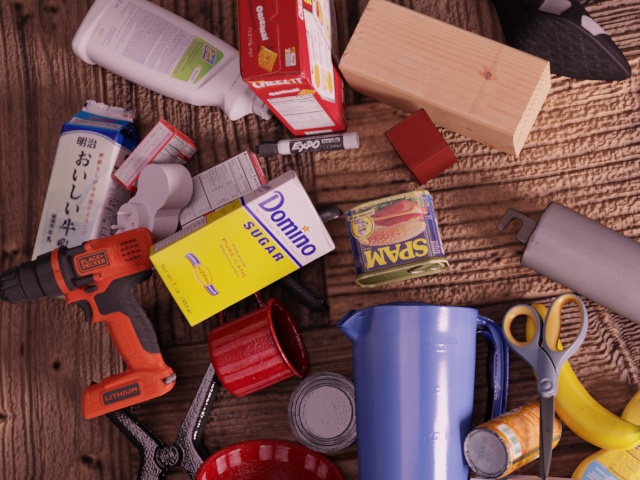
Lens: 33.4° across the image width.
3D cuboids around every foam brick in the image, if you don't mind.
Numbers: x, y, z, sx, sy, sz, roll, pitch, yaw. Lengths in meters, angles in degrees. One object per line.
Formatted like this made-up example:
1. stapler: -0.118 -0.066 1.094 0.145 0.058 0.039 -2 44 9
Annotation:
1. foam brick: 0.110 -0.101 1.164 0.051 0.078 0.053 -33 74 8

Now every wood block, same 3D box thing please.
1. wood block: 0.136 -0.179 1.165 0.206 0.090 0.091 25 86 17

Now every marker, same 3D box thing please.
1. marker: -0.016 -0.110 1.226 0.121 0.020 0.020 -4 79 13

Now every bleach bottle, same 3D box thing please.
1. bleach bottle: -0.164 -0.205 1.258 0.251 0.068 0.102 30 89 14

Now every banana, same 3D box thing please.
1. banana: 0.261 0.148 1.083 0.070 0.037 0.198 -47 50 8

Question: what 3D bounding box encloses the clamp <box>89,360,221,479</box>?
1. clamp: -0.176 0.237 1.195 0.165 0.036 0.210 -8 81 11

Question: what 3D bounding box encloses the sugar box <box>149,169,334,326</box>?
1. sugar box: -0.083 0.008 1.134 0.176 0.048 0.093 -29 107 3

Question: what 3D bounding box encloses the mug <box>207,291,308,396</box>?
1. mug: -0.074 0.109 1.166 0.081 0.093 0.117 -24 82 14

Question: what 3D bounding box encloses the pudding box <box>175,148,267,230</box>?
1. pudding box: -0.111 -0.041 1.228 0.113 0.039 0.090 -25 75 7

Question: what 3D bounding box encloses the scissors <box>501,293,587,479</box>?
1. scissors: 0.211 0.138 1.072 0.096 0.016 0.201 8 61 33

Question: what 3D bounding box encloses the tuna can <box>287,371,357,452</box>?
1. tuna can: 0.010 0.187 1.161 0.086 0.033 0.086 -2 80 13

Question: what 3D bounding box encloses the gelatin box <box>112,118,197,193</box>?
1. gelatin box: -0.190 -0.092 1.238 0.030 0.073 0.089 41 92 18

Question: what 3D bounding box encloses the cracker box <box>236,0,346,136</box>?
1. cracker box: -0.030 -0.218 1.147 0.072 0.213 0.164 -6 79 12

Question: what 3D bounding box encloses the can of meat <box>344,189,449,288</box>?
1. can of meat: 0.082 -0.002 1.165 0.102 0.057 0.084 -13 75 10

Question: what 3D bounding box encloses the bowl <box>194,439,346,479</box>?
1. bowl: -0.053 0.277 1.119 0.162 0.162 0.055 13 116 15

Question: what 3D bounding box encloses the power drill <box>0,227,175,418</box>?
1. power drill: -0.248 0.094 1.164 0.184 0.057 0.187 -17 91 5

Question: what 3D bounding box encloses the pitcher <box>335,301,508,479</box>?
1. pitcher: 0.106 0.184 1.098 0.149 0.144 0.243 -3 83 25

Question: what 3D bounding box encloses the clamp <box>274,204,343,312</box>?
1. clamp: -0.058 0.001 1.182 0.171 0.039 0.120 17 91 -3
